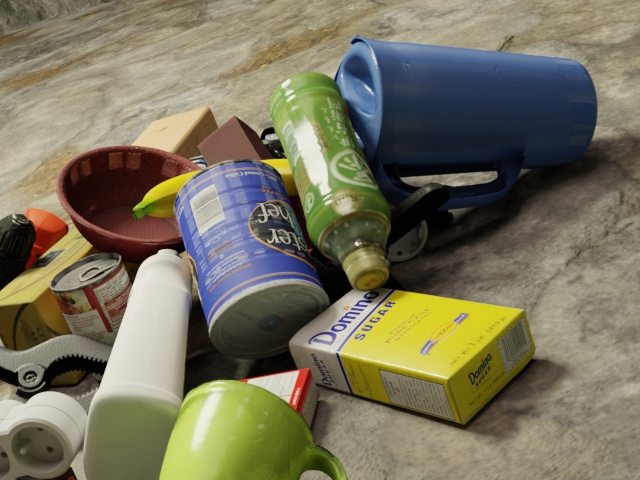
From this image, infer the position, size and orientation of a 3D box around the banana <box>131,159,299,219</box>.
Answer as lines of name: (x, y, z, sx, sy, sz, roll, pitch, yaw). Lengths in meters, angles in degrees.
banana: (-0.081, -0.047, 0.994, 0.197, 0.037, 0.070, -13, 28, -14)

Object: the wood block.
wood block: (-0.191, -0.084, 1.338, 0.091, 0.090, 0.206, -13, 24, 19)

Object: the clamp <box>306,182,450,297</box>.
clamp: (0.047, 0.003, 0.948, 0.172, 0.039, 0.120, 10, 74, 50)

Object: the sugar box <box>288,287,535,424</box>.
sugar box: (0.065, 0.080, 0.810, 0.093, 0.048, 0.177, -36, 28, -33)

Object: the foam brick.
foam brick: (-0.079, -0.077, 1.095, 0.053, 0.078, 0.051, -36, -22, 11)

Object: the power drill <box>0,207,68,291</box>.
power drill: (-0.323, 0.030, 1.119, 0.185, 0.057, 0.187, -60, 5, 19)

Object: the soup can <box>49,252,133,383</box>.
soup can: (-0.194, 0.071, 0.971, 0.068, 0.102, 0.068, -17, 23, 7)

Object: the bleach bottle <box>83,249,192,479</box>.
bleach bottle: (-0.135, 0.081, 0.858, 0.068, 0.103, 0.251, 11, 32, -8)

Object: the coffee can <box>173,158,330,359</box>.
coffee can: (-0.061, 0.015, 0.912, 0.103, 0.103, 0.140, -20, 55, -1)

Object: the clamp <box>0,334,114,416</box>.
clamp: (-0.252, 0.119, 0.911, 0.209, 0.036, 0.164, -11, 55, -15)

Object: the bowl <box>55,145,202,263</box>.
bowl: (-0.177, -0.027, 1.037, 0.162, 0.055, 0.162, 10, 36, -7)

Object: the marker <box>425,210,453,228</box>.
marker: (0.075, -0.017, 1.057, 0.121, 0.020, 0.020, -6, 26, 30)

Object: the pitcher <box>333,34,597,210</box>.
pitcher: (0.140, -0.115, 1.024, 0.242, 0.149, 0.145, -1, 15, -19)

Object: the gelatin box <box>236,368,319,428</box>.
gelatin box: (-0.051, 0.135, 0.803, 0.089, 0.030, 0.073, -13, 25, 17)
